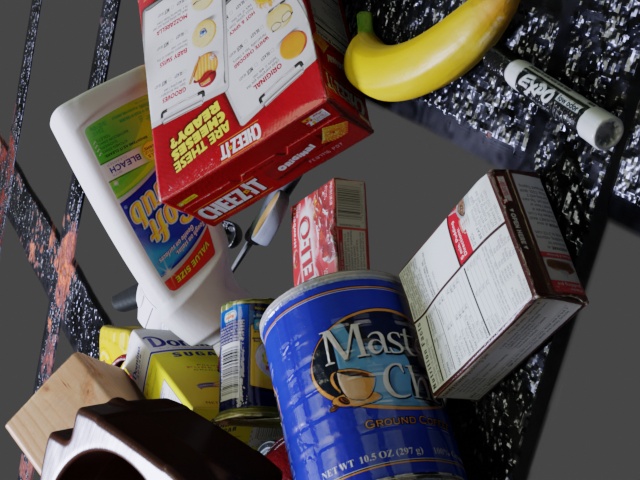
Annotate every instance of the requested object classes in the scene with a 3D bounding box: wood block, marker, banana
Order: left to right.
[{"bbox_3d":[-0.153,0.201,0.880,0.090,0.090,0.206,-46,65,1],"label":"wood block"},{"bbox_3d":[0.061,-0.127,0.705,0.198,0.037,0.069,14,99,63],"label":"banana"},{"bbox_3d":[0.125,-0.082,0.592,0.121,0.020,0.020,52,130,53],"label":"marker"}]

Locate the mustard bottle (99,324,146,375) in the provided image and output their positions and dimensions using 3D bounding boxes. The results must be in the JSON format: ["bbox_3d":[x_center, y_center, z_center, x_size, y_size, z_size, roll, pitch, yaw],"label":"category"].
[{"bbox_3d":[-0.213,0.189,1.149,0.096,0.058,0.191,0,85,60],"label":"mustard bottle"}]

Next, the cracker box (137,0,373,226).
[{"bbox_3d":[-0.057,-0.142,0.844,0.164,0.072,0.214,-29,56,27],"label":"cracker box"}]

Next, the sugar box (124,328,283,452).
[{"bbox_3d":[-0.097,0.123,0.899,0.176,0.093,0.048,37,117,59],"label":"sugar box"}]

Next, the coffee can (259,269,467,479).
[{"bbox_3d":[0.025,0.103,0.657,0.103,0.102,0.140,-55,39,44],"label":"coffee can"}]

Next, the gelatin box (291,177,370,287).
[{"bbox_3d":[0.006,0.007,0.791,0.073,0.030,0.089,-31,57,59],"label":"gelatin box"}]

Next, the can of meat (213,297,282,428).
[{"bbox_3d":[-0.023,0.088,0.756,0.058,0.102,0.084,-29,58,58],"label":"can of meat"}]

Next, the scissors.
[{"bbox_3d":[-0.056,0.001,0.896,0.202,0.016,0.096,-58,10,40],"label":"scissors"}]

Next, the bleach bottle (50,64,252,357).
[{"bbox_3d":[-0.124,-0.015,0.895,0.251,0.102,0.068,59,161,1],"label":"bleach bottle"}]

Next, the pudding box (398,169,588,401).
[{"bbox_3d":[0.094,0.027,0.610,0.114,0.039,0.090,-56,39,46],"label":"pudding box"}]
